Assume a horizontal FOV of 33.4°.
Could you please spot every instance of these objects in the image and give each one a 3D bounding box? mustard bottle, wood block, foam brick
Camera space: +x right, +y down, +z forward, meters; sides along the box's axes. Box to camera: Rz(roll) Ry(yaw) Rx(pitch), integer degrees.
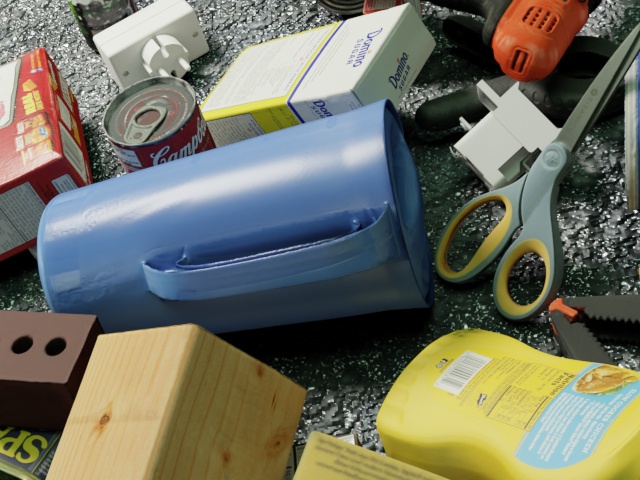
[{"bbox_3d":[0.127,0.102,0.554,0.192,0.058,0.096,11,40,46],"label":"mustard bottle"},{"bbox_3d":[-0.091,0.157,0.547,0.091,0.090,0.206,-10,54,43],"label":"wood block"},{"bbox_3d":[-0.167,0.077,0.632,0.078,0.051,0.053,1,46,16],"label":"foam brick"}]

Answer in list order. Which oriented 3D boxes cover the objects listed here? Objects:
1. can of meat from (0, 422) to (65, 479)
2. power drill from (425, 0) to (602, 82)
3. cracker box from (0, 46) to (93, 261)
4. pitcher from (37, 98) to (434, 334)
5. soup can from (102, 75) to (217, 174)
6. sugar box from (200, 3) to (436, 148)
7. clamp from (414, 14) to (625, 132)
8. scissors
[{"bbox_3d":[-0.179,0.119,0.672,0.102,0.057,0.083,14,53,27],"label":"can of meat"},{"bbox_3d":[0.118,-0.209,0.786,0.188,0.057,0.184,25,51,13],"label":"power drill"},{"bbox_3d":[-0.286,-0.042,0.822,0.213,0.072,0.164,-26,43,1],"label":"cracker box"},{"bbox_3d":[-0.054,0.001,0.681,0.243,0.149,0.145,-12,60,12],"label":"pitcher"},{"bbox_3d":[-0.107,-0.058,0.769,0.068,0.102,0.068,-9,48,10],"label":"soup can"},{"bbox_3d":[-0.008,-0.115,0.786,0.177,0.048,0.093,0,48,45],"label":"sugar box"},{"bbox_3d":[0.158,-0.129,0.791,0.171,0.039,0.120,0,55,10],"label":"clamp"},{"bbox_3d":[0.150,-0.030,0.652,0.202,0.016,0.096,-45,62,27],"label":"scissors"}]
